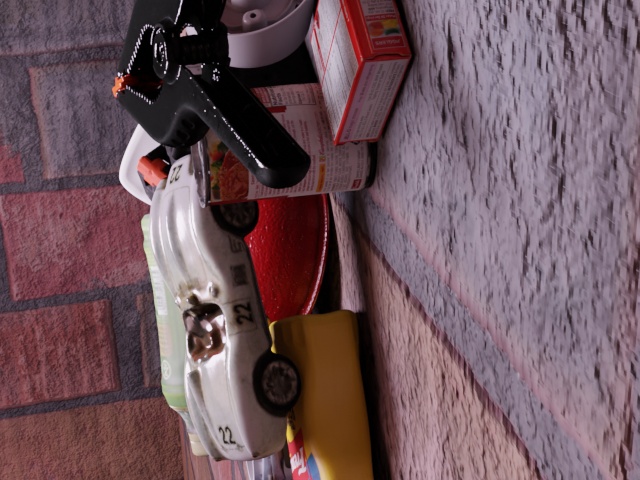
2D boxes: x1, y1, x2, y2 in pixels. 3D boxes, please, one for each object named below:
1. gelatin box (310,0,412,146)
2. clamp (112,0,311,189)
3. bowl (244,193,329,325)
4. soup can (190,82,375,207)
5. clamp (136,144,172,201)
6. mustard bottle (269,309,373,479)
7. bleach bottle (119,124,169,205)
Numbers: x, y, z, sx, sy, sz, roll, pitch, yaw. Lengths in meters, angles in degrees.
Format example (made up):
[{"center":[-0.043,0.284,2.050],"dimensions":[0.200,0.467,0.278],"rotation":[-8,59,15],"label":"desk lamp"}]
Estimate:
[{"center":[0.020,-0.105,0.581],"dimensions":[0.089,0.030,0.073],"rotation":[107,153,-64],"label":"gelatin box"},{"center":[-0.064,-0.090,0.553],"dimensions":[0.210,0.036,0.164],"rotation":[-22,76,62],"label":"clamp"},{"center":[-0.055,0.001,0.815],"dimensions":[0.162,0.055,0.162],"rotation":[-21,66,59],"label":"bowl"},{"center":[-0.024,-0.059,0.642],"dimensions":[0.068,0.102,0.068],"rotation":[173,90,-79],"label":"soup can"},{"center":[-0.096,-0.055,0.854],"dimensions":[0.171,0.039,0.120],"rotation":[-28,-32,-58],"label":"clamp"},{"center":[0.006,0.145,0.716],"dimensions":[0.096,0.058,0.191],"rotation":[151,112,-73],"label":"mustard bottle"},{"center":[-0.111,-0.092,1.024],"dimensions":[0.103,0.068,0.250],"rotation":[-60,-4,12],"label":"bleach bottle"}]
